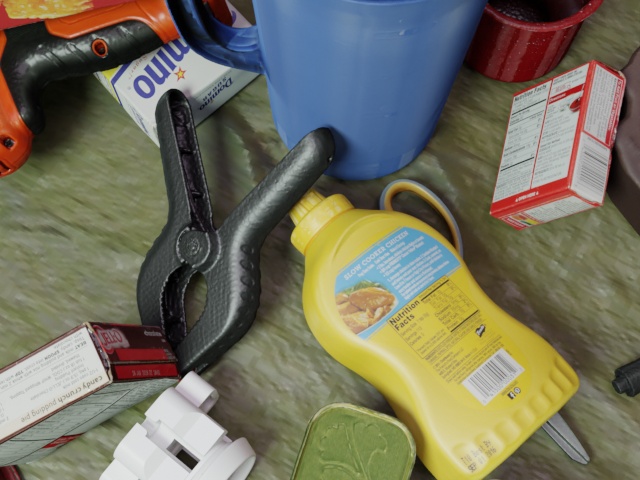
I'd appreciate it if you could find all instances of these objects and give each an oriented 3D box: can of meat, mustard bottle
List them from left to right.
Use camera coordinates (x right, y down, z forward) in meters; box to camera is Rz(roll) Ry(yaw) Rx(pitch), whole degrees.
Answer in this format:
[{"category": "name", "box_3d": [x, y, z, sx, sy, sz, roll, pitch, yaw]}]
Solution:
[{"category": "can of meat", "box_3d": [0.009, 0.145, 0.566, 0.057, 0.084, 0.102, 17, 71, 5]}, {"category": "mustard bottle", "box_3d": [0.047, 0.040, 0.598, 0.096, 0.058, 0.192, -35, 74, -25]}]

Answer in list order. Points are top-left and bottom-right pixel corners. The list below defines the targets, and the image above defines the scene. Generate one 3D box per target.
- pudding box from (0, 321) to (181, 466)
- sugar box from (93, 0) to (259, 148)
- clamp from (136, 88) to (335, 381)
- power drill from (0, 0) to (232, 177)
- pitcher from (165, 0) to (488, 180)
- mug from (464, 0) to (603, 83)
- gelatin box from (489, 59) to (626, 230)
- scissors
[{"category": "pudding box", "box_3d": [-0.142, 0.083, 0.567, 0.113, 0.090, 0.039, -30, 76, 10]}, {"category": "sugar box", "box_3d": [-0.124, -0.152, 0.687, 0.093, 0.048, 0.176, -41, 74, -10]}, {"category": "clamp", "box_3d": [-0.054, 0.001, 0.607, 0.120, 0.039, 0.171, 8, 92, 35]}, {"category": "power drill", "box_3d": [-0.160, -0.149, 0.637, 0.187, 0.057, 0.184, -25, 76, 2]}, {"category": "pitcher", "box_3d": [0.013, -0.124, 0.576, 0.149, 0.243, 0.145, 36, 74, 11]}, {"category": "mug", "box_3d": [0.115, -0.151, 0.673, 0.117, 0.081, 0.093, -9, 71, -4]}, {"category": "gelatin box", "box_3d": [0.143, -0.057, 0.644, 0.030, 0.073, 0.089, 24, 68, -23]}, {"category": "scissors", "box_3d": [0.072, 0.057, 0.634, 0.096, 0.016, 0.202, -22, 72, -7]}]
